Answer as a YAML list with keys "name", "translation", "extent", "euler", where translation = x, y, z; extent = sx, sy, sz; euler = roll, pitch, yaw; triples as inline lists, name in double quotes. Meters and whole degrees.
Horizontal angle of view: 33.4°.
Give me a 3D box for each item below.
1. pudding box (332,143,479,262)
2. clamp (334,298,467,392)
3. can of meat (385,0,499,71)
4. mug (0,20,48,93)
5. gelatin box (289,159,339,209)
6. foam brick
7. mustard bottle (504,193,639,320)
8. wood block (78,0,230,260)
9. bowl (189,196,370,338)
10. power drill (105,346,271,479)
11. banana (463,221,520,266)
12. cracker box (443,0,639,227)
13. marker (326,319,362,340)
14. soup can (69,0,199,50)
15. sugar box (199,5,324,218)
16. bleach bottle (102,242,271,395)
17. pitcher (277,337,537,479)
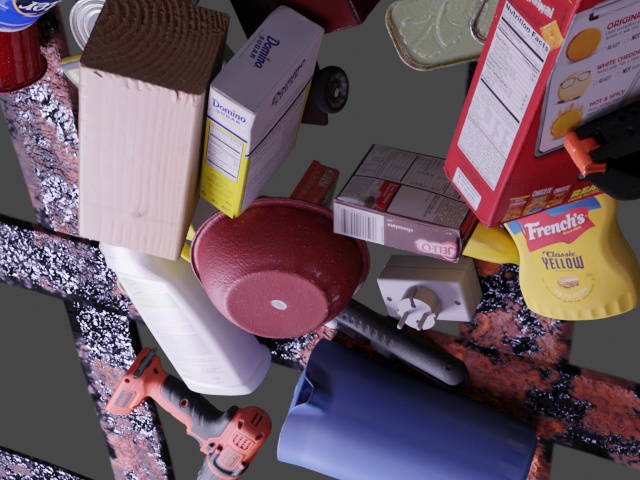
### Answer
- name: "pudding box"
  translation: [0.078, -0.033, 0.890]
  extent: [0.114, 0.090, 0.039]
  euler: [16, 133, 19]
- name: "clamp"
  translation: [0.071, 0.094, 1.019]
  extent: [0.171, 0.039, 0.120]
  euler: [29, 168, 4]
- name: "can of meat"
  translation: [0.109, -0.170, 0.750]
  extent: [0.102, 0.083, 0.057]
  euler: [-7, 124, 36]
- name: "mug"
  translation: [-0.307, -0.199, 0.985]
  extent: [0.117, 0.093, 0.081]
  euler: [49, 146, 41]
- name: "gelatin box"
  translation: [-0.015, -0.017, 0.974]
  extent: [0.030, 0.073, 0.089]
  euler: [25, 136, 8]
- name: "foam brick"
  translation: [0.015, -0.195, 0.790]
  extent: [0.051, 0.078, 0.053]
  euler: [-6, 124, 38]
- name: "mustard bottle"
  translation: [0.192, -0.024, 0.853]
  extent: [0.096, 0.058, 0.191]
  euler: [-2, 127, 31]
- name: "wood block"
  translation: [-0.135, -0.085, 0.836]
  extent: [0.091, 0.090, 0.206]
  euler: [15, 143, -3]
- name: "bowl"
  translation: [-0.037, 0.037, 0.935]
  extent: [0.162, 0.055, 0.162]
  euler: [1, 137, 1]
- name: "power drill"
  translation: [-0.164, 0.223, 1.299]
  extent: [0.187, 0.057, 0.185]
  euler: [32, 134, -2]
- name: "banana"
  translation: [0.090, -0.007, 0.943]
  extent: [0.198, 0.037, 0.069]
  euler: [13, 143, 23]
- name: "cracker box"
  translation: [0.184, -0.120, 0.693]
  extent: [0.072, 0.164, 0.214]
  euler: [56, 149, 34]
- name: "marker"
  translation: [-0.010, 0.069, 1.090]
  extent: [0.121, 0.020, 0.020]
  euler: [27, 137, 7]
- name: "soup can"
  translation: [-0.149, -0.194, 0.872]
  extent: [0.068, 0.102, 0.068]
  euler: [17, 135, 17]
- name: "sugar box"
  translation: [-0.049, -0.095, 0.825]
  extent: [0.048, 0.093, 0.176]
  euler: [33, 155, 8]
- name: "bleach bottle"
  translation: [-0.148, 0.057, 1.108]
  extent: [0.103, 0.068, 0.250]
  euler: [-3, 132, 30]
- name: "pitcher"
  translation: [0.088, 0.200, 1.084]
  extent: [0.243, 0.149, 0.145]
  euler: [19, 121, 11]
